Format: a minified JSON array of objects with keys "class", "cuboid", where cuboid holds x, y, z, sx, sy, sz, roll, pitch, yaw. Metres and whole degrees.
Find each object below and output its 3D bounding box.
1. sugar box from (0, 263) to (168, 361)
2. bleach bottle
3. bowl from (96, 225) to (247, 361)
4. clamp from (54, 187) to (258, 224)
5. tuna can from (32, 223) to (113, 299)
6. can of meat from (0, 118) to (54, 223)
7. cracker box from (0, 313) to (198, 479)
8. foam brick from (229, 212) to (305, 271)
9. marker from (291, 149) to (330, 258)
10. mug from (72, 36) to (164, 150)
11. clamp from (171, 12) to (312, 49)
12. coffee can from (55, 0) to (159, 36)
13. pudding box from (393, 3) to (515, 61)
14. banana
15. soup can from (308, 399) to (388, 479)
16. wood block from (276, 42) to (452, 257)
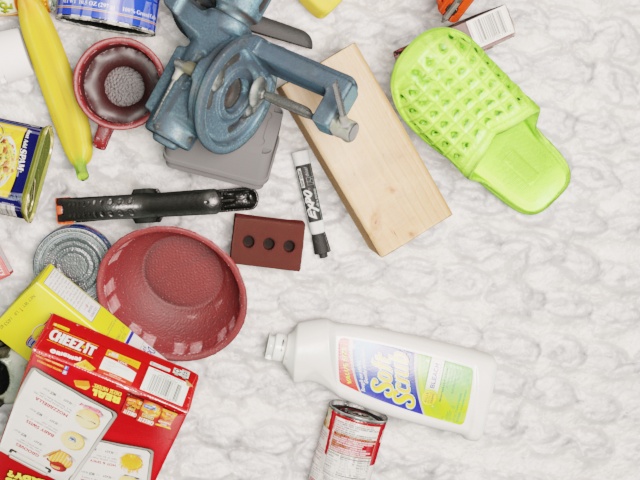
[{"class":"sugar box","cuboid":[-0.249,0.115,1.124,0.176,0.048,0.093,42,118,-12]},{"class":"bleach bottle","cuboid":[0.061,0.148,1.179,0.250,0.068,0.102,12,93,-5]},{"class":"bowl","cuboid":[-0.152,0.047,1.131,0.162,0.055,0.162,3,117,6]},{"class":"clamp","cuboid":[-0.172,-0.037,1.116,0.210,0.164,0.036,-3,92,17]},{"class":"tuna can","cuboid":[-0.263,0.026,1.144,0.086,0.034,0.086,-1,96,-6]},{"class":"can of meat","cuboid":[-0.330,-0.077,1.103,0.084,0.057,0.102,12,71,-5]},{"class":"cracker box","cuboid":[-0.238,0.198,1.103,0.164,0.072,0.214,23,122,-6]},{"class":"foam brick","cuboid":[-0.058,0.001,1.155,0.078,0.051,0.053,6,95,-7]},{"class":"marker","cuboid":[-0.010,-0.039,1.172,0.020,0.020,0.121,-14,97,-5]},{"class":"mug","cuboid":[-0.209,-0.149,1.108,0.093,0.081,0.117,18,93,-8]},{"class":"clamp","cuboid":[-0.092,-0.233,1.135,0.120,0.039,0.171,-36,105,-8]},{"class":"coffee can","cuboid":[-0.208,-0.286,1.083,0.102,0.103,0.140,8,95,-7]},{"class":"pudding box","cuboid":[0.141,-0.210,1.136,0.113,0.090,0.039,-22,99,-4]},{"class":"banana","cuboid":[-0.270,-0.161,1.104,0.037,0.070,0.198,-21,104,-17]},{"class":"soup can","cuboid":[0.029,0.236,1.180,0.068,0.068,0.102,15,94,-8]},{"class":"wood block","cuboid":[0.045,-0.096,1.137,0.090,0.091,0.206,-31,98,-3]}]
